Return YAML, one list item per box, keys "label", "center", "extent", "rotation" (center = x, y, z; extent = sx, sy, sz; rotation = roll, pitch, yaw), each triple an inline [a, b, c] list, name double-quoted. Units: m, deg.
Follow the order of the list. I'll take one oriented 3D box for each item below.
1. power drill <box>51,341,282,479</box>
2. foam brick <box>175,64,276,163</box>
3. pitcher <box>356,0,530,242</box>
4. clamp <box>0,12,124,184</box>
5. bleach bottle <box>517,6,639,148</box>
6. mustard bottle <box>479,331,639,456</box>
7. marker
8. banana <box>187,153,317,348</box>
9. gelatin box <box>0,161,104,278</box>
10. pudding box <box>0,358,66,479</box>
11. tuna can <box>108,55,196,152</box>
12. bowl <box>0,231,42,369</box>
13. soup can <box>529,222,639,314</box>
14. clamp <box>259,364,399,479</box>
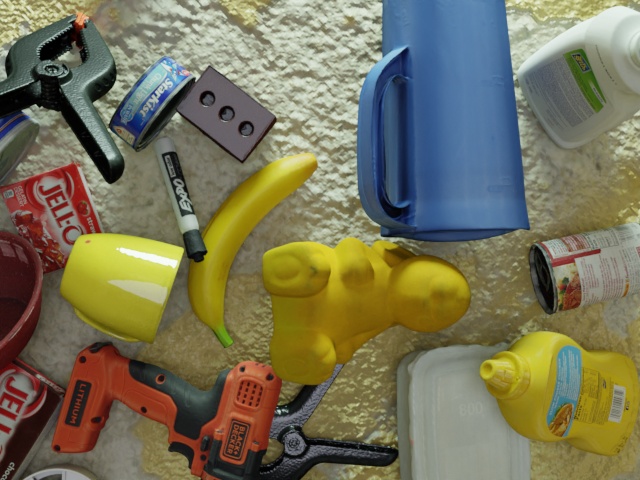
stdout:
- label: "power drill"
  center: [-0.140, 0.180, 0.957]
  extent: [0.188, 0.057, 0.184]
  rotation: [16, 90, 6]
- label: "foam brick"
  center: [-0.085, -0.113, 0.972]
  extent: [0.078, 0.051, 0.053]
  rotation: [37, 89, -4]
- label: "pitcher"
  center: [0.106, -0.120, 0.945]
  extent: [0.145, 0.149, 0.243]
  rotation: [-3, 88, 7]
- label: "clamp"
  center: [-0.237, -0.128, 0.898]
  extent: [0.164, 0.210, 0.036]
  rotation: [7, 132, -8]
- label: "bleach bottle"
  center: [0.240, -0.136, 0.896]
  extent: [0.068, 0.251, 0.102]
  rotation: [-35, 94, -3]
- label: "mustard bottle"
  center: [0.208, 0.132, 0.949]
  extent: [0.191, 0.058, 0.096]
  rotation: [19, 80, -40]
- label: "marker"
  center: [-0.127, -0.037, 0.969]
  extent: [0.020, 0.020, 0.121]
  rotation: [-18, 74, -4]
- label: "banana"
  center: [-0.073, -0.003, 0.986]
  extent: [0.069, 0.037, 0.198]
  rotation: [26, 91, -23]
- label: "gelatin box"
  center: [-0.241, -0.019, 0.974]
  extent: [0.073, 0.030, 0.089]
  rotation: [-19, 93, -4]
- label: "pudding box"
  center: [-0.293, 0.162, 0.963]
  extent: [0.090, 0.039, 0.113]
  rotation: [31, 90, 7]
- label: "tuna can"
  center: [-0.150, -0.122, 0.951]
  extent: [0.034, 0.086, 0.086]
  rotation: [38, 88, -3]
- label: "bowl"
  center: [-0.305, 0.070, 0.934]
  extent: [0.162, 0.162, 0.055]
  rotation: [-29, 137, -3]
- label: "soup can"
  center: [0.254, 0.025, 0.993]
  extent: [0.102, 0.068, 0.068]
  rotation: [-12, 92, -4]
- label: "clamp"
  center: [-0.015, 0.189, 0.992]
  extent: [0.171, 0.039, 0.120]
  rotation: [-33, 89, 3]
